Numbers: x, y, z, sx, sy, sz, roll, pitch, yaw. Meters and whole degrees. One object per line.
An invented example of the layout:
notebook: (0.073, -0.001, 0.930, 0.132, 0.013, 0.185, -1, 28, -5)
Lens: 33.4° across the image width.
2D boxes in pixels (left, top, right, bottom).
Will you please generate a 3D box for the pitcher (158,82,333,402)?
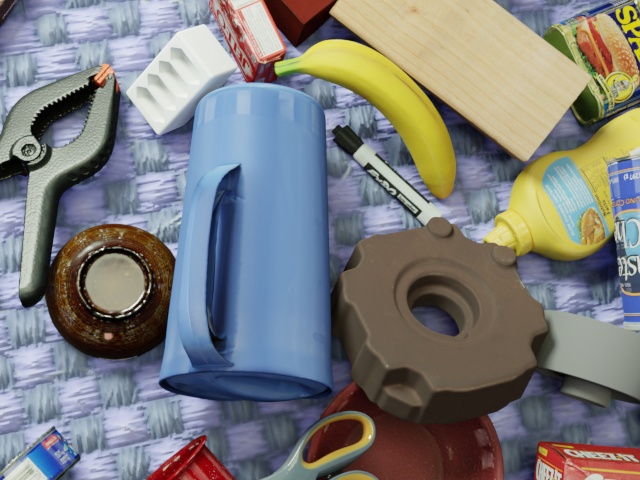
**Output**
pitcher: (-0.055, 0.001, 0.834, 0.144, 0.149, 0.243, 9, 71, -23)

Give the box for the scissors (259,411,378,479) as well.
scissors: (-0.031, 0.201, 0.792, 0.201, 0.016, 0.096, -32, 93, -25)

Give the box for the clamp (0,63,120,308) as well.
clamp: (-0.242, -0.065, 0.864, 0.165, 0.036, 0.210, 25, 68, 12)

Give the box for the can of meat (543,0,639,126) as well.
can of meat: (0.262, -0.164, 0.972, 0.084, 0.057, 0.102, -24, 84, -11)

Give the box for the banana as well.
banana: (0.057, -0.109, 0.893, 0.197, 0.070, 0.037, 37, 45, -22)

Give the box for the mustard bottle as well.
mustard bottle: (0.226, -0.036, 0.939, 0.191, 0.058, 0.096, -27, 89, -14)

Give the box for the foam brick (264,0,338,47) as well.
foam brick: (-0.025, -0.221, 0.933, 0.051, 0.053, 0.078, -41, 89, -15)

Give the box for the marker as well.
marker: (0.057, -0.058, 0.933, 0.121, 0.020, 0.020, 43, 75, 0)

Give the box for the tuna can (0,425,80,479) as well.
tuna can: (-0.222, 0.181, 0.802, 0.086, 0.086, 0.034, -43, 90, -15)

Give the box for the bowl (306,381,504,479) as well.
bowl: (0.064, 0.185, 0.868, 0.162, 0.055, 0.162, 2, 79, -10)

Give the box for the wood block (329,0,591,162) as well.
wood block: (0.117, -0.165, 0.916, 0.206, 0.091, 0.090, 37, 98, -2)

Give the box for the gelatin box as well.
gelatin box: (-0.063, -0.180, 0.908, 0.030, 0.073, 0.089, -24, 85, -13)

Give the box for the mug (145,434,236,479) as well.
mug: (-0.100, 0.214, 0.807, 0.093, 0.117, 0.081, -39, 94, 25)
